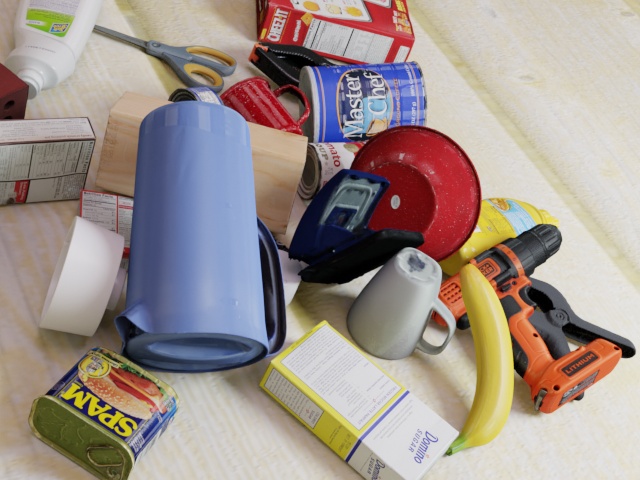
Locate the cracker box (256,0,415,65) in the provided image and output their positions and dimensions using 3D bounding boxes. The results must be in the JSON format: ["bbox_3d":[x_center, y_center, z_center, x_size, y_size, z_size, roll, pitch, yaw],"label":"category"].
[{"bbox_3d":[0.017,-0.326,1.517,0.213,0.072,0.164,11,40,-14],"label":"cracker box"}]

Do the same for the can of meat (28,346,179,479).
[{"bbox_3d":[-0.185,0.149,0.925,0.102,0.058,0.083,31,39,8],"label":"can of meat"}]

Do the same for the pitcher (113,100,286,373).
[{"bbox_3d":[-0.110,-0.001,1.008,0.145,0.149,0.243,-3,68,2],"label":"pitcher"}]

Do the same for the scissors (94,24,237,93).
[{"bbox_3d":[-0.203,-0.230,1.351,0.201,0.016,0.096,8,43,-18],"label":"scissors"}]

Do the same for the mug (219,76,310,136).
[{"bbox_3d":[-0.065,-0.138,1.255,0.117,0.093,0.081,-34,69,-12],"label":"mug"}]

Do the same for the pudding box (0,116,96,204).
[{"bbox_3d":[-0.293,-0.081,1.091,0.113,0.090,0.039,-8,51,-32],"label":"pudding box"}]

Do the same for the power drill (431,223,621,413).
[{"bbox_3d":[0.236,0.081,1.164,0.184,0.057,0.188,-32,61,-16],"label":"power drill"}]

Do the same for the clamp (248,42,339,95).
[{"bbox_3d":[0.007,-0.205,1.409,0.209,0.036,0.164,16,41,-16],"label":"clamp"}]

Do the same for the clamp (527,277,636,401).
[{"bbox_3d":[0.277,0.097,1.218,0.120,0.039,0.171,-15,58,-37],"label":"clamp"}]

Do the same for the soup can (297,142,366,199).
[{"bbox_3d":[0.027,-0.083,1.266,0.102,0.069,0.068,-3,48,-28],"label":"soup can"}]

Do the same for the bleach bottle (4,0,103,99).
[{"bbox_3d":[-0.328,-0.259,1.285,0.102,0.068,0.250,7,46,1],"label":"bleach bottle"}]

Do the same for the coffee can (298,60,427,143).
[{"bbox_3d":[0.050,-0.166,1.314,0.140,0.103,0.103,-5,47,-10],"label":"coffee can"}]

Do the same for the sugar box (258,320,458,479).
[{"bbox_3d":[0.037,0.163,1.028,0.176,0.048,0.093,42,44,13],"label":"sugar box"}]

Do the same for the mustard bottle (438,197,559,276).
[{"bbox_3d":[0.214,-0.010,1.286,0.191,0.058,0.096,-9,46,-32],"label":"mustard bottle"}]

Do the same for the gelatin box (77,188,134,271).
[{"bbox_3d":[-0.214,-0.009,1.100,0.073,0.030,0.089,8,42,-17],"label":"gelatin box"}]

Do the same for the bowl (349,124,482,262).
[{"bbox_3d":[0.093,-0.045,1.179,0.162,0.162,0.055,36,23,13],"label":"bowl"}]

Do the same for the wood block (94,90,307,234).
[{"bbox_3d":[-0.125,-0.084,1.146,0.206,0.090,0.091,14,20,-4],"label":"wood block"}]

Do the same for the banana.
[{"bbox_3d":[0.167,0.124,1.085,0.069,0.037,0.198,19,68,-34],"label":"banana"}]

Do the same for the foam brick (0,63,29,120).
[{"bbox_3d":[-0.351,-0.141,1.137,0.051,0.078,0.052,38,44,14],"label":"foam brick"}]

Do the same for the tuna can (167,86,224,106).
[{"bbox_3d":[-0.142,-0.133,1.223,0.033,0.086,0.086,-13,53,-38],"label":"tuna can"}]
